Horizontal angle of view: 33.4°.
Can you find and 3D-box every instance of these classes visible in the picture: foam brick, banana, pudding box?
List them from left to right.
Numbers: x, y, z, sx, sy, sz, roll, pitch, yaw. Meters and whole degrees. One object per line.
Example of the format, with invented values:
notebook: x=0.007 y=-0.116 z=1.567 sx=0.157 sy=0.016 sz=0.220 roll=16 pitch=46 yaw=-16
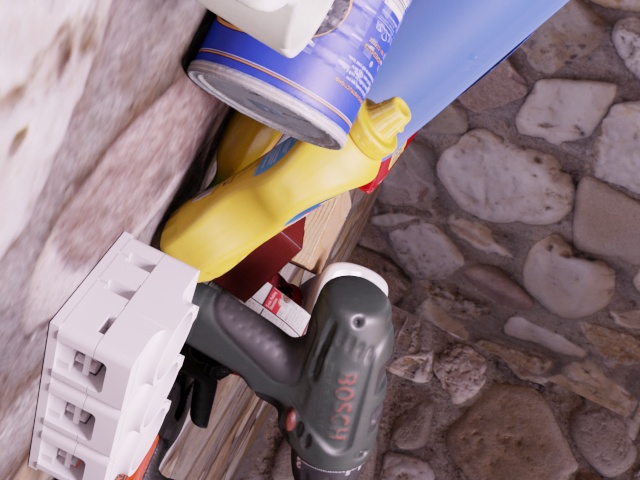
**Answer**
pudding box: x=-0.069 y=0.066 z=0.914 sx=0.039 sy=0.113 sz=0.090 roll=-51 pitch=-175 yaw=32
foam brick: x=-0.056 y=0.001 z=0.887 sx=0.078 sy=0.051 sz=0.053 roll=-43 pitch=-158 yaw=27
banana: x=-0.036 y=-0.118 z=0.833 sx=0.070 sy=0.037 sz=0.197 roll=-25 pitch=-151 yaw=54

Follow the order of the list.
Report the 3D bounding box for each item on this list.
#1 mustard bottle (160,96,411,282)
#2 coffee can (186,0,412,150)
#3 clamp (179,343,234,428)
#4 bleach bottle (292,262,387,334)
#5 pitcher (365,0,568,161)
mustard bottle: x=-0.018 y=-0.042 z=0.726 sx=0.192 sy=0.058 sz=0.096 roll=-32 pitch=-173 yaw=30
coffee can: x=-0.003 y=-0.138 z=0.633 sx=0.103 sy=0.103 sz=0.140 roll=61 pitch=55 yaw=-84
clamp: x=-0.099 y=0.115 z=0.983 sx=0.120 sy=0.171 sz=0.039 roll=-34 pitch=-137 yaw=7
bleach bottle: x=-0.004 y=0.079 z=1.104 sx=0.251 sy=0.068 sz=0.102 roll=166 pitch=-56 yaw=-77
pitcher: x=0.091 y=-0.168 z=0.749 sx=0.243 sy=0.145 sz=0.149 roll=-36 pitch=-165 yaw=38
